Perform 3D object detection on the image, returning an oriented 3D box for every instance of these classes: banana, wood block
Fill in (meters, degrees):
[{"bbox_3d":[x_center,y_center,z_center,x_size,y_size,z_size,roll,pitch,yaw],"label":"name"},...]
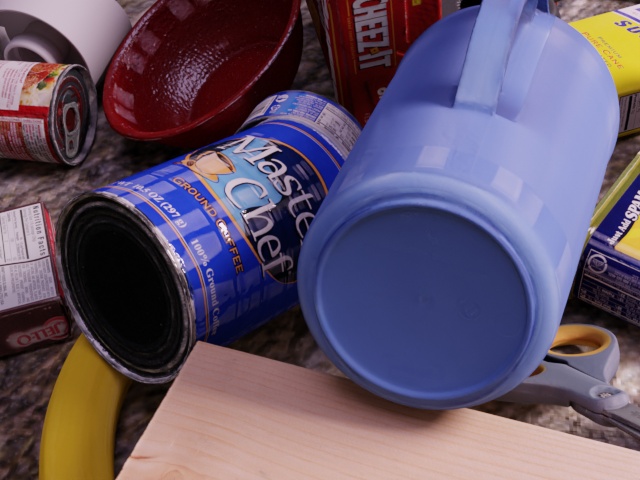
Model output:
[{"bbox_3d":[-0.109,0.091,0.554,0.070,0.037,0.197,3,45,12],"label":"banana"},{"bbox_3d":[0.027,0.126,0.466,0.206,0.090,0.090,12,47,18],"label":"wood block"}]

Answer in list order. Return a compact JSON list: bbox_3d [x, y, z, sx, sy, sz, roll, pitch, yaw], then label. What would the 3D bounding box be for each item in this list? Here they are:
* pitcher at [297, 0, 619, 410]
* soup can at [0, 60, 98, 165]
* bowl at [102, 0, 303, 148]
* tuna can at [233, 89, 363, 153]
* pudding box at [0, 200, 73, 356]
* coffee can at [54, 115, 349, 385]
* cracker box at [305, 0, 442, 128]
[{"bbox_3d":[0.073,-0.034,0.518,0.145,0.149,0.242,-30,12,27],"label":"pitcher"},{"bbox_3d":[-0.213,-0.089,0.729,0.102,0.068,0.068,6,45,13],"label":"soup can"},{"bbox_3d":[-0.069,-0.118,0.727,0.162,0.055,0.162,-21,47,24],"label":"bowl"},{"bbox_3d":[-0.011,-0.049,0.652,0.086,0.086,0.033,13,45,19],"label":"tuna can"},{"bbox_3d":[-0.208,0.029,0.628,0.113,0.039,0.090,-13,44,-10],"label":"pudding box"},{"bbox_3d":[-0.054,0.001,0.569,0.103,0.103,0.140,29,38,30],"label":"coffee can"},{"bbox_3d":[0.020,-0.183,0.702,0.072,0.164,0.214,-14,57,-1],"label":"cracker box"}]
